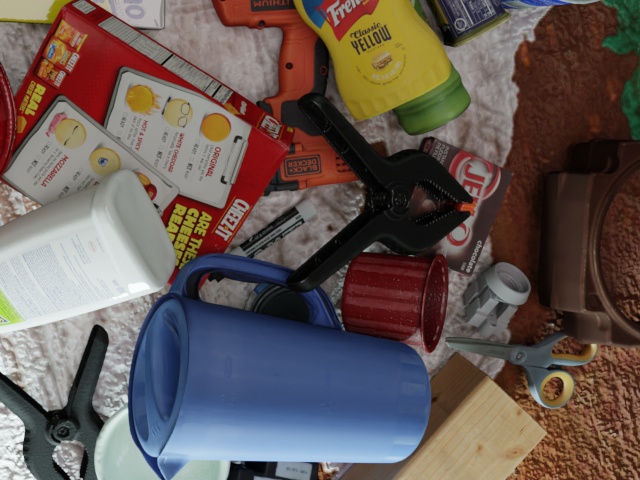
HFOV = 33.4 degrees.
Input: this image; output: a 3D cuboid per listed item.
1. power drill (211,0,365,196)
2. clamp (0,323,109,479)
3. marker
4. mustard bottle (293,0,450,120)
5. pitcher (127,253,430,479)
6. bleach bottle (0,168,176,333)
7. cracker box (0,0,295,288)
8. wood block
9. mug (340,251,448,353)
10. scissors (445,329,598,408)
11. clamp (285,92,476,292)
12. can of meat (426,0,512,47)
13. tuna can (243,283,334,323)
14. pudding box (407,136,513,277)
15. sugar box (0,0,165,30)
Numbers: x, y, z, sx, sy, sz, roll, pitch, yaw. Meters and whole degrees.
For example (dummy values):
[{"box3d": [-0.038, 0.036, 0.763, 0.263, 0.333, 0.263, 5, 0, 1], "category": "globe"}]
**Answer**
[{"box3d": [-0.052, -0.133, 0.963, 0.184, 0.057, 0.188, -7, 103, -9], "category": "power drill"}, {"box3d": [-0.248, 0.165, 0.974, 0.120, 0.039, 0.171, -5, 101, -11], "category": "clamp"}, {"box3d": [-0.057, 0.001, 1.003, 0.121, 0.020, 0.020, -35, 106, -6], "category": "marker"}, {"box3d": [0.030, -0.205, 0.901, 0.096, 0.058, 0.191, -24, 106, 16], "category": "mustard bottle"}, {"box3d": [-0.030, 0.116, 0.904, 0.242, 0.145, 0.149, 10, 126, -28], "category": "pitcher"}, {"box3d": [-0.250, 0.024, 0.889, 0.251, 0.068, 0.102, -16, 115, 21], "category": "bleach bottle"}, {"box3d": [-0.153, -0.078, 0.901, 0.213, 0.072, 0.164, 32, 111, -8], "category": "cracker box"}, {"box3d": [0.107, 0.223, 1.043, 0.090, 0.091, 0.206, 43, 88, -16], "category": "wood block"}, {"box3d": [0.072, 0.059, 1.006, 0.082, 0.117, 0.093, 6, 66, 20], "category": "mug"}, {"box3d": [0.196, 0.130, 1.058, 0.201, 0.016, 0.096, -4, 111, -31], "category": "scissors"}, {"box3d": [0.054, -0.045, 0.932, 0.209, 0.036, 0.164, -5, 97, -38], "category": "clamp"}, {"box3d": [0.123, -0.225, 0.963, 0.057, 0.102, 0.084, -28, 101, 5], "category": "can of meat"}, {"box3d": [-0.030, 0.075, 1.014, 0.086, 0.034, 0.086, -2, 100, -13], "category": "tuna can"}, {"box3d": [0.122, -0.032, 1.029, 0.090, 0.039, 0.113, 21, 94, -17], "category": "pudding box"}, {"box3d": [-0.221, -0.230, 0.910, 0.176, 0.048, 0.093, -1, 100, -12], "category": "sugar box"}]
